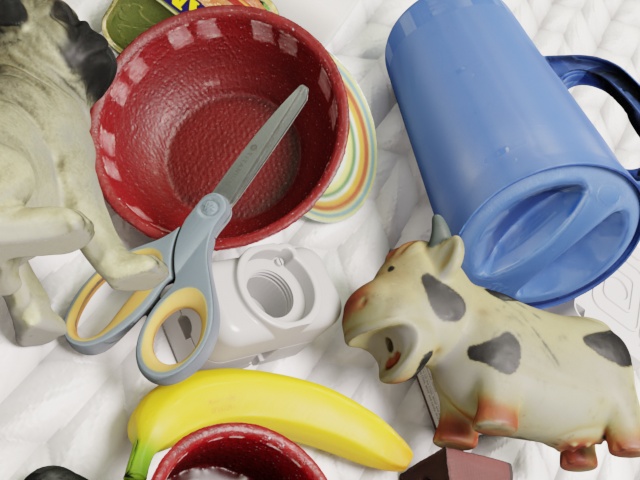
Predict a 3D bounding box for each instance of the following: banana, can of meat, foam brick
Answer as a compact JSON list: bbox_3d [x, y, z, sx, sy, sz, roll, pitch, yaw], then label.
[{"bbox_3d":[-0.033,0.105,0.611,0.197,0.037,0.069,5,56,-37],"label":"banana"},{"bbox_3d":[-0.086,-0.149,0.737,0.102,0.058,0.083,37,43,-10],"label":"can of meat"},{"bbox_3d":[0.084,0.173,0.640,0.051,0.053,0.078,18,50,-26],"label":"foam brick"}]

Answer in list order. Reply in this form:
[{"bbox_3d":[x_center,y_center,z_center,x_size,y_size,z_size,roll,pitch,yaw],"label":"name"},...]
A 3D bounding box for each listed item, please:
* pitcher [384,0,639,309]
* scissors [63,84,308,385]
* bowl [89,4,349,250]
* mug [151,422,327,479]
[{"bbox_3d":[0.135,-0.081,0.767,0.149,0.145,0.243,9,41,-24],"label":"pitcher"},{"bbox_3d":[-0.054,0.001,0.596,0.201,0.016,0.096,-41,61,-10],"label":"scissors"},{"bbox_3d":[-0.060,-0.063,0.664,0.162,0.055,0.162,-2,72,7],"label":"bowl"},{"bbox_3d":[-0.041,0.152,0.491,0.093,0.082,0.117,-26,74,-38],"label":"mug"}]
